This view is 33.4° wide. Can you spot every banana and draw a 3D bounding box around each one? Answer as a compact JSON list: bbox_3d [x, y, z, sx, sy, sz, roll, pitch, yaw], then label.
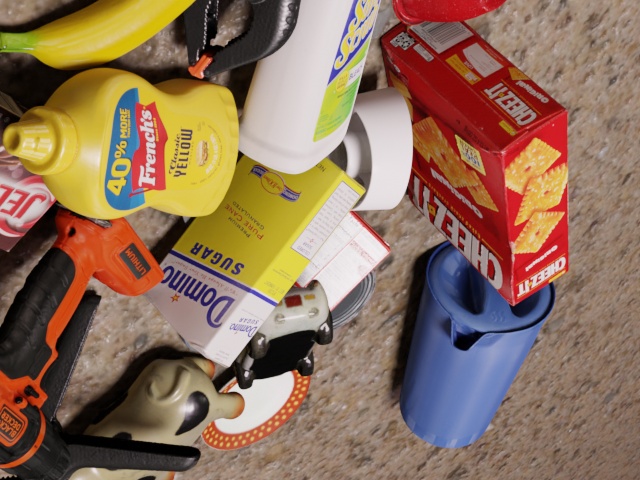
[{"bbox_3d":[-0.104,-0.159,0.657,0.198,0.037,0.069,-34,167,10],"label":"banana"}]

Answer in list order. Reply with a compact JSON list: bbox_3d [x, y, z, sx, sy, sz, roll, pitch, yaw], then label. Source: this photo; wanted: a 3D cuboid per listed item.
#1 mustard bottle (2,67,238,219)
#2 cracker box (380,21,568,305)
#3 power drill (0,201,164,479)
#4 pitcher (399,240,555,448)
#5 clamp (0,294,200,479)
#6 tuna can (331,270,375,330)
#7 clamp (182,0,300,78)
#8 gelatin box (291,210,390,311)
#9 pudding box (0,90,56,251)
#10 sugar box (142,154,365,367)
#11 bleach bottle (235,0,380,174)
[{"bbox_3d":[-0.130,-0.063,0.697,0.191,0.058,0.096,-5,108,-59],"label":"mustard bottle"},{"bbox_3d":[0.131,-0.067,0.894,0.072,0.164,0.213,-31,144,-11],"label":"cracker box"},{"bbox_3d":[-0.190,0.076,0.772,0.187,0.057,0.184,-59,156,-21],"label":"power drill"},{"bbox_3d":[0.164,0.113,1.169,0.149,0.145,0.243,-11,140,-19],"label":"pitcher"},{"bbox_3d":[-0.223,0.148,0.865,0.210,0.164,0.036,-23,-172,3],"label":"clamp"},{"bbox_3d":[0.009,0.046,1.016,0.086,0.034,0.086,-25,142,-22],"label":"tuna can"},{"bbox_3d":[-0.030,-0.171,0.687,0.039,0.120,0.172,-48,167,-54],"label":"clamp"},{"bbox_3d":[0.007,0.012,0.949,0.089,0.030,0.073,-45,106,4],"label":"gelatin box"},{"bbox_3d":[-0.217,-0.049,0.691,0.090,0.039,0.113,-46,145,7],"label":"pudding box"},{"bbox_3d":[-0.055,0.001,0.834,0.176,0.093,0.048,-52,143,0],"label":"sugar box"},{"bbox_3d":[0.008,-0.174,0.735,0.102,0.068,0.251,-43,156,-51],"label":"bleach bottle"}]
